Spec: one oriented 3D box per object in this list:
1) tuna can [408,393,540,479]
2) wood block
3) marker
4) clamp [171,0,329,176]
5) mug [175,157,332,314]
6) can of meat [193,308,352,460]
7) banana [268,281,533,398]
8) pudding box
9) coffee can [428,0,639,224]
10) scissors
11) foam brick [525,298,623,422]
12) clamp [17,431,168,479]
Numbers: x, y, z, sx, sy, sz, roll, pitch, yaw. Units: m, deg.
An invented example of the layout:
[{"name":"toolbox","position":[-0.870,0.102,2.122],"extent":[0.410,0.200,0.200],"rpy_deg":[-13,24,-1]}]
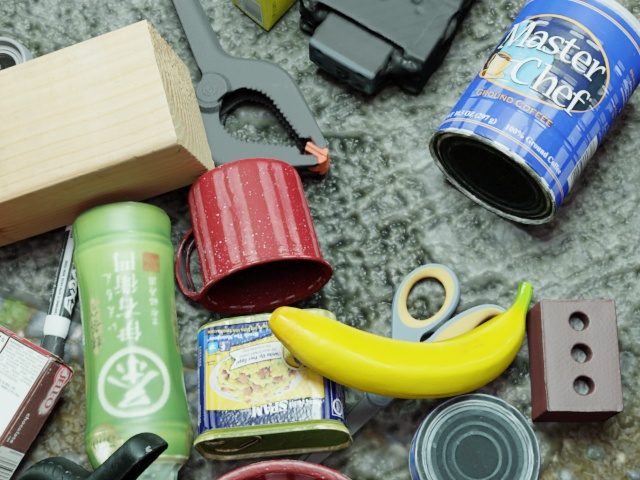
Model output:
[{"name":"tuna can","position":[0.103,0.146,0.715],"extent":[0.086,0.034,0.086],"rpy_deg":[0,71,0]},{"name":"wood block","position":[-0.189,-0.063,0.733],"extent":[0.206,0.090,0.090],"rpy_deg":[-18,76,7]},{"name":"marker","position":[-0.183,0.038,0.761],"extent":[0.020,0.020,0.121],"rpy_deg":[7,71,3]},{"name":"clamp","position":[-0.091,-0.100,0.798],"extent":[0.210,0.036,0.164],"rpy_deg":[37,80,12]},{"name":"mug","position":[-0.055,0.001,0.744],"extent":[0.117,0.093,0.081],"rpy_deg":[-28,64,29]},{"name":"can of meat","position":[-0.033,0.097,0.713],"extent":[0.102,0.057,0.084],"rpy_deg":[-7,64,6]},{"name":"banana","position":[0.060,0.071,0.699],"extent":[0.197,0.037,0.069],"rpy_deg":[-4,70,-26]},{"name":"pudding box","position":[-0.233,0.111,0.715],"extent":[0.090,0.039,0.113],"rpy_deg":[25,75,23]},{"name":"coffee can","position":[0.157,-0.097,0.760],"extent":[0.103,0.103,0.140],"rpy_deg":[33,75,11]},{"name":"scissors","position":[0.039,0.086,0.745],"extent":[0.201,0.016,0.096],"rpy_deg":[-26,71,-8]},{"name":"foam brick","position":[0.172,0.082,0.726],"extent":[0.053,0.051,0.078],"rpy_deg":[0,71,0]},{"name":"clamp","position":[-0.138,0.183,0.658],"extent":[0.039,0.172,0.120],"rpy_deg":[-8,84,-47]}]
